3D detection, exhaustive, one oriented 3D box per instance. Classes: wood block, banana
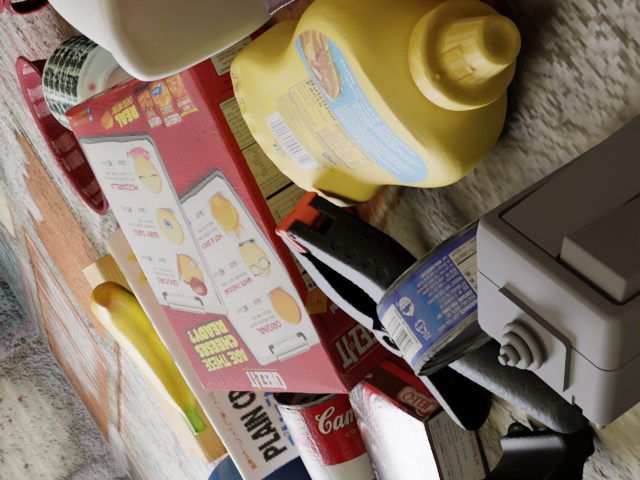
[{"bbox_3d":[-0.126,0.092,0.992,0.206,0.090,0.090,61,161,-4],"label":"wood block"},{"bbox_3d":[-0.143,0.083,0.875,0.070,0.037,0.197,38,163,42],"label":"banana"}]

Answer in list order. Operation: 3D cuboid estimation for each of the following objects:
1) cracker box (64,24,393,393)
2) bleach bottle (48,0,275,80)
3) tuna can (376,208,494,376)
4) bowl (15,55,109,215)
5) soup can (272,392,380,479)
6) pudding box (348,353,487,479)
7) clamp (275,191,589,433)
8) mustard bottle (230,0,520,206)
[{"bbox_3d":[-0.055,-0.012,0.671,0.164,0.072,0.213,-9,111,53],"label":"cracker box"},{"bbox_3d":[-0.126,-0.161,0.625,0.251,0.102,0.068,30,144,51],"label":"bleach bottle"},{"bbox_3d":[0.066,0.019,0.448,0.034,0.086,0.086,55,160,16],"label":"tuna can"},{"bbox_3d":[-0.216,-0.105,0.980,0.162,0.055,0.162,48,157,28],"label":"bowl"},{"bbox_3d":[0.017,0.137,0.751,0.069,0.068,0.102,17,134,62],"label":"soup can"},{"bbox_3d":[0.063,0.131,0.675,0.090,0.039,0.113,27,142,55],"label":"pudding box"},{"bbox_3d":[0.054,0.041,0.528,0.171,0.039,0.120,42,155,-17],"label":"clamp"},{"bbox_3d":[0.027,-0.066,0.460,0.096,0.058,0.192,53,161,-11],"label":"mustard bottle"}]
